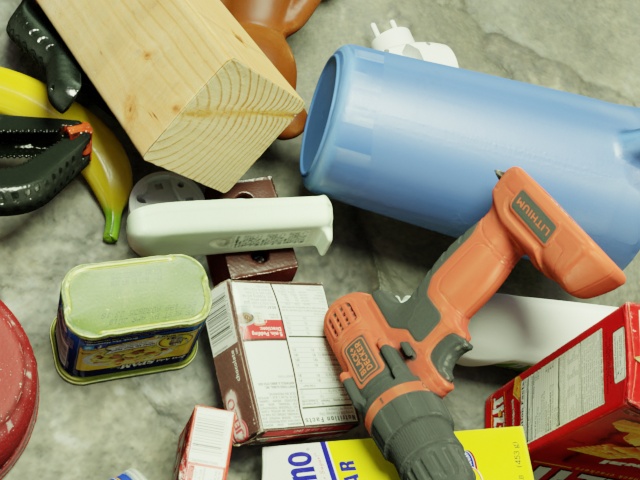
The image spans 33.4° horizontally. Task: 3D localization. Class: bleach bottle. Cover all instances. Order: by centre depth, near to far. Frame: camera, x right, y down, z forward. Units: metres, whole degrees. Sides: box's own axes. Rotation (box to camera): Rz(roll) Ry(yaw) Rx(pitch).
[{"bbox_3d":[0.175,0.074,0.790,0.250,0.103,0.068,10,76,-12],"label":"bleach bottle"}]

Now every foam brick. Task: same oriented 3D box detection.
[{"bbox_3d":[-0.055,0.001,0.787,0.053,0.051,0.078,-10,68,-20],"label":"foam brick"}]

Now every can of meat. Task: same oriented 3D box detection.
[{"bbox_3d":[-0.128,0.052,0.721,0.102,0.084,0.057,-7,67,-20],"label":"can of meat"}]

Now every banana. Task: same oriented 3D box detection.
[{"bbox_3d":[-0.208,-0.084,0.791,0.198,0.037,0.069,37,58,3],"label":"banana"}]

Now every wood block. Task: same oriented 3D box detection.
[{"bbox_3d":[-0.114,-0.143,0.758,0.090,0.090,0.206,23,25,-55],"label":"wood block"}]

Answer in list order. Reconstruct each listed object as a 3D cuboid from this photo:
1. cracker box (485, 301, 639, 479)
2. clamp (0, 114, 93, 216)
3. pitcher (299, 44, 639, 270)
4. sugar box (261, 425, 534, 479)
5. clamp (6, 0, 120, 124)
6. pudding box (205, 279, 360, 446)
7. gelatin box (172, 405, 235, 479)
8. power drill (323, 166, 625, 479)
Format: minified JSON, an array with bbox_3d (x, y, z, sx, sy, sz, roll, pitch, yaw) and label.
[{"bbox_3d":[0.227,0.123,0.717,0.164,0.214,0.072,12,63,-10],"label":"cracker box"},{"bbox_3d":[-0.243,-0.036,0.702,0.209,0.036,0.165,-14,47,-29],"label":"clamp"},{"bbox_3d":[0.110,-0.055,0.782,0.242,0.149,0.145,14,20,-11],"label":"pitcher"},{"bbox_3d":[0.049,0.173,0.688,0.176,0.048,0.093,-4,41,2],"label":"sugar box"},{"bbox_3d":[-0.187,-0.130,0.783,0.172,0.120,0.039,42,97,23],"label":"clamp"},{"bbox_3d":[-0.028,0.084,0.747,0.089,0.039,0.113,5,63,-40],"label":"pudding box"},{"bbox_3d":[-0.081,0.160,0.688,0.030,0.073,0.089,13,62,-10],"label":"gelatin box"},{"bbox_3d":[0.096,0.057,0.676,0.057,0.188,0.184,36,16,-42],"label":"power drill"}]
